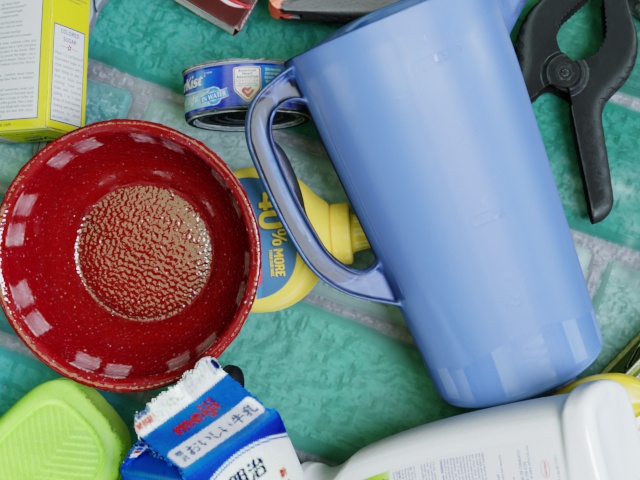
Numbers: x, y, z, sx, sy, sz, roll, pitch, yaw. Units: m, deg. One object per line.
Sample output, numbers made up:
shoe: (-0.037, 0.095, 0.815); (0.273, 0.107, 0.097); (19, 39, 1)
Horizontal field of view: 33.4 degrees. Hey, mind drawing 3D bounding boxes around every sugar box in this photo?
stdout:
sugar box: (-0.202, -0.156, 0.723); (0.093, 0.048, 0.176); (0, 83, 28)

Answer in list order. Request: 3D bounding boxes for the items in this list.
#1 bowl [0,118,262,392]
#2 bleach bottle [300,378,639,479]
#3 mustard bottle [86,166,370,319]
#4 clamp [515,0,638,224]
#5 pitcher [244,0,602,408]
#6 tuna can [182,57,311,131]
bowl: (-0.113, 0.008, 0.651); (0.162, 0.055, 0.162); (0, 92, 3)
bleach bottle: (0.063, 0.150, 0.633); (0.251, 0.067, 0.102); (-15, 84, 36)
mustard bottle: (-0.055, 0.001, 0.706); (0.191, 0.058, 0.096); (-4, 86, 3)
clamp: (0.150, -0.105, 0.711); (0.120, 0.039, 0.171); (14, 86, 3)
pitcher: (0.072, -0.022, 0.647); (0.149, 0.144, 0.243); (-15, 100, 39)
tuna can: (-0.047, -0.094, 0.700); (0.086, 0.086, 0.034); (-2, 87, 4)
